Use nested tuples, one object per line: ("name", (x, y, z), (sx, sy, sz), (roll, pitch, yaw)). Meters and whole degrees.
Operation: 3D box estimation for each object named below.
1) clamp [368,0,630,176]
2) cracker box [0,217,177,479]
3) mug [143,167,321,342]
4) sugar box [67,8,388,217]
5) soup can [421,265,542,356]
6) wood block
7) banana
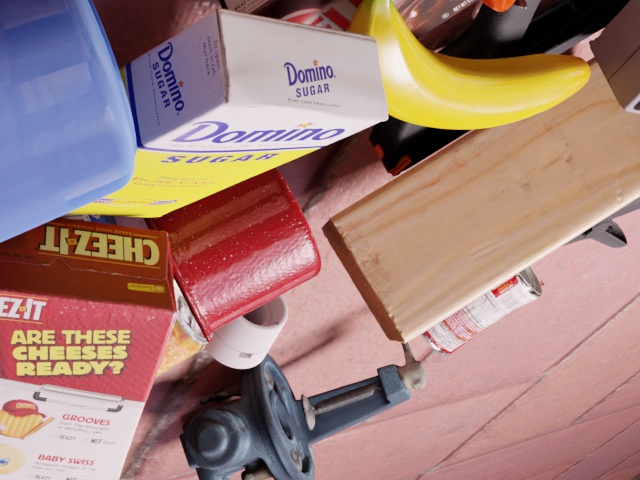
("clamp", (0.111, -0.110, 0.633), (0.164, 0.036, 0.210), (-11, 156, -42))
("cracker box", (-0.183, 0.080, 0.583), (0.164, 0.072, 0.214), (8, 130, -19))
("mug", (-0.054, 0.001, 0.648), (0.081, 0.093, 0.117), (-27, -173, -9))
("sugar box", (-0.063, -0.051, 0.497), (0.093, 0.048, 0.177), (-1, 170, -43))
("soup can", (0.134, 0.047, 0.938), (0.102, 0.068, 0.068), (-35, 155, 19))
("wood block", (0.112, -0.026, 0.680), (0.206, 0.090, 0.091), (-31, 178, -5))
("banana", (0.071, -0.085, 0.543), (0.070, 0.037, 0.197), (-36, 154, 30))
